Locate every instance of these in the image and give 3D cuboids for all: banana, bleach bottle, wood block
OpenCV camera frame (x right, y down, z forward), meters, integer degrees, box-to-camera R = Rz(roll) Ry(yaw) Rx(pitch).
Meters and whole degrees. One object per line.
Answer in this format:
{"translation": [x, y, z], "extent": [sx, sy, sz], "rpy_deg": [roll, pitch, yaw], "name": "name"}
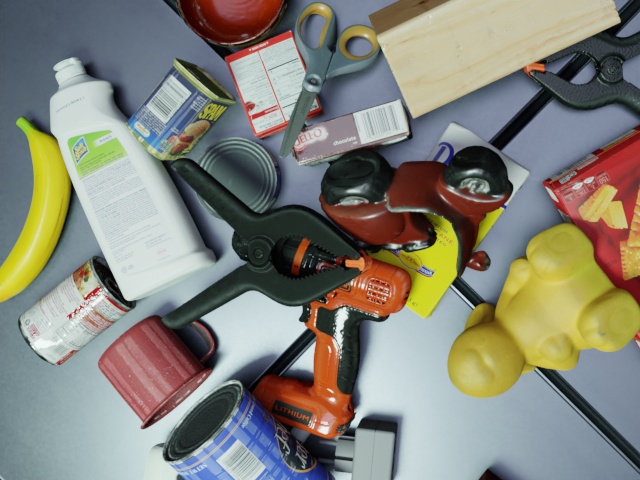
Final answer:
{"translation": [-0.298, -0.026, 1.115], "extent": [0.070, 0.037, 0.198], "rpy_deg": [12, 93, 25], "name": "banana"}
{"translation": [-0.202, -0.071, 1.085], "extent": [0.102, 0.068, 0.251], "rpy_deg": [-24, 87, 7], "name": "bleach bottle"}
{"translation": [0.159, -0.208, 1.001], "extent": [0.206, 0.091, 0.090], "rpy_deg": [-24, 114, 8], "name": "wood block"}

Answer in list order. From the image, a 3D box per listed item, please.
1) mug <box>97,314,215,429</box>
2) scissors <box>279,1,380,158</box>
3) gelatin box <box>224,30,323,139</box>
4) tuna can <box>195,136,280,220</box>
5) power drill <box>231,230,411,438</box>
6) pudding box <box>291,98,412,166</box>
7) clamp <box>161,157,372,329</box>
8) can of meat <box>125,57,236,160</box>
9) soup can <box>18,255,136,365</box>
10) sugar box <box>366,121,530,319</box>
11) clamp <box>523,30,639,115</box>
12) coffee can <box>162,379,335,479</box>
{"translation": [-0.161, 0.123, 1.080], "extent": [0.117, 0.093, 0.081], "rpy_deg": [-38, 81, -23], "name": "mug"}
{"translation": [0.011, -0.151, 1.020], "extent": [0.096, 0.016, 0.201], "rpy_deg": [8, 55, -9], "name": "scissors"}
{"translation": [-0.046, -0.156, 1.075], "extent": [0.073, 0.030, 0.089], "rpy_deg": [-21, 90, 7], "name": "gelatin box"}
{"translation": [-0.084, -0.061, 1.082], "extent": [0.086, 0.033, 0.086], "rpy_deg": [0, 93, 8], "name": "tuna can"}
{"translation": [-0.016, 0.087, 1.046], "extent": [0.185, 0.057, 0.188], "rpy_deg": [18, 109, 18], "name": "power drill"}
{"translation": [0.031, -0.103, 1.036], "extent": [0.113, 0.090, 0.039], "rpy_deg": [-13, 92, 8], "name": "pudding box"}
{"translation": [-0.057, 0.001, 0.997], "extent": [0.210, 0.036, 0.164], "rpy_deg": [-1, 94, 19], "name": "clamp"}
{"translation": [-0.139, -0.127, 1.054], "extent": [0.057, 0.102, 0.084], "rpy_deg": [43, 99, 4], "name": "can of meat"}
{"translation": [-0.249, 0.073, 1.093], "extent": [0.102, 0.068, 0.068], "rpy_deg": [-38, 87, 8], "name": "soup can"}
{"translation": [0.118, -0.020, 1.048], "extent": [0.093, 0.048, 0.176], "rpy_deg": [35, 98, 8], "name": "sugar box"}
{"translation": [0.284, -0.154, 1.025], "extent": [0.171, 0.039, 0.120], "rpy_deg": [-5, 89, 8], "name": "clamp"}
{"translation": [-0.067, 0.218, 1.023], "extent": [0.103, 0.103, 0.140], "rpy_deg": [-40, 107, 7], "name": "coffee can"}
